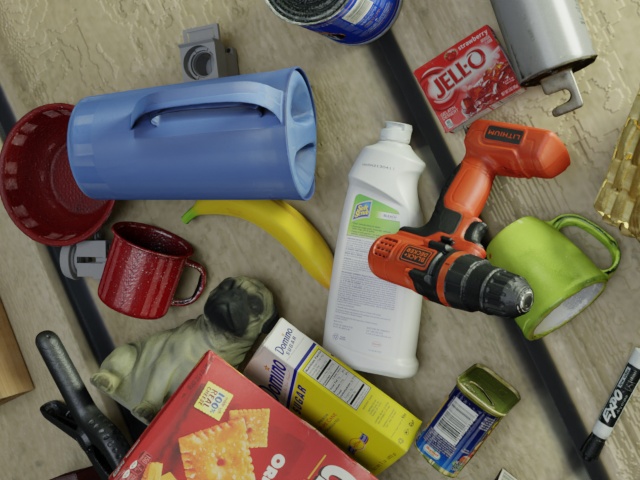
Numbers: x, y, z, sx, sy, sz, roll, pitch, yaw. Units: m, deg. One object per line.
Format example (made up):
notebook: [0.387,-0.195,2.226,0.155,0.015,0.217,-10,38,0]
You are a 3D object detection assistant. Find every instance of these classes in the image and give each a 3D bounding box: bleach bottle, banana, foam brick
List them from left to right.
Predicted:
foam brick: [-0.278,0.305,1.233,0.053,0.051,0.078,-19,86,21]
banana: [-0.057,-0.016,1.146,0.198,0.037,0.070,25,119,20]
bleach bottle: [0.067,0.006,1.083,0.103,0.068,0.251,10,93,17]

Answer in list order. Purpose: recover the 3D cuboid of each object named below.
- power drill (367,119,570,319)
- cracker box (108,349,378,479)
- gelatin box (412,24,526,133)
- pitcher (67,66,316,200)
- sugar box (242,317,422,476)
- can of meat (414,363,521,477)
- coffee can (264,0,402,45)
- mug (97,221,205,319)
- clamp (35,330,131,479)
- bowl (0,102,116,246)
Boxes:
power drill: [0.153,-0.021,0.987,0.185,0.057,0.187,19,66,45]
cracker box: [-0.075,0.235,1.046,0.213,0.072,0.164,38,83,-1]
gelatin box: [0.147,-0.159,1.062,0.089,0.030,0.073,-30,81,19]
pitcher: [-0.130,-0.105,1.077,0.243,0.145,0.149,-3,118,13]
sugar box: [0.009,0.160,1.075,0.176,0.048,0.093,34,147,1]
can of meat: [0.142,0.175,1.040,0.057,0.102,0.084,38,106,15]
coffee can: [0.013,-0.252,1.051,0.103,0.140,0.103,1,93,21]
mug: [-0.184,0.038,1.174,0.117,0.093,0.081,16,105,-15]
clamp: [-0.253,0.214,1.178,0.210,0.036,0.165,49,148,17]
bowl: [-0.286,-0.074,1.218,0.162,0.055,0.162,1,92,21]
